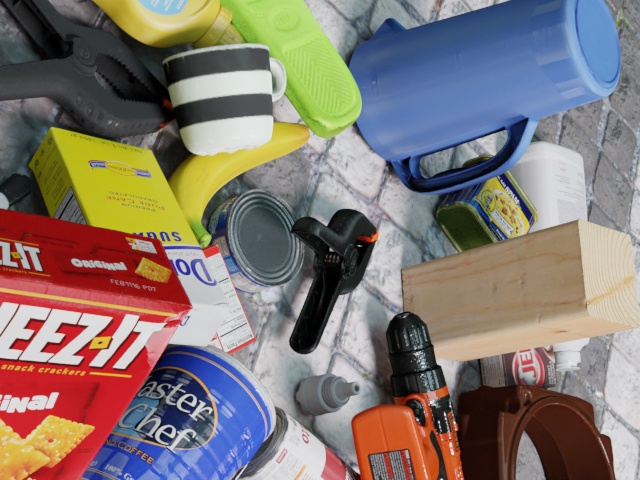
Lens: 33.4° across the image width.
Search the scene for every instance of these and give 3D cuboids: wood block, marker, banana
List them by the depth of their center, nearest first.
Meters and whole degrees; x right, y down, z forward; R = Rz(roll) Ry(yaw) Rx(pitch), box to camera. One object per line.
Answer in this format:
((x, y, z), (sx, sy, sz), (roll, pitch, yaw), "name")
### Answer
((-0.244, -0.011, 0.741), (0.020, 0.020, 0.121), (56, 46, -16), "marker")
((-0.079, -0.056, 0.894), (0.069, 0.037, 0.197), (29, 42, 8), "banana")
((0.185, 0.053, 1.013), (0.090, 0.207, 0.090), (14, 68, -42), "wood block")

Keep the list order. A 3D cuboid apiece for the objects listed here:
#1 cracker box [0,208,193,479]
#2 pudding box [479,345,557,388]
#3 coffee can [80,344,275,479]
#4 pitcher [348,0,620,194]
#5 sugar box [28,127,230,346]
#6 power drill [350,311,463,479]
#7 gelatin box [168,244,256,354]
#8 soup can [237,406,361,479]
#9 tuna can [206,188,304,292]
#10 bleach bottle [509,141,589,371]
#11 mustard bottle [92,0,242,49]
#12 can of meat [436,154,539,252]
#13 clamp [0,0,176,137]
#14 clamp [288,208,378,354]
((-0.197, 0.086, 0.620), (0.163, 0.214, 0.072), (12, 33, -42), "cracker box")
((0.207, 0.104, 1.140), (0.089, 0.039, 0.113), (5, 73, -44), "pudding box")
((-0.110, 0.155, 0.760), (0.102, 0.103, 0.140), (54, 46, -17), "coffee can")
((0.158, -0.151, 1.028), (0.149, 0.243, 0.144), (54, 44, -27), "pitcher")
((-0.138, -0.004, 0.763), (0.093, 0.048, 0.176), (10, 35, -42), "sugar box")
((0.079, 0.161, 0.929), (0.187, 0.057, 0.184), (-13, 89, -72), "power drill")
((-0.099, 0.056, 0.856), (0.073, 0.030, 0.089), (-25, 95, -48), "gelatin box")
((-0.020, 0.189, 0.863), (0.102, 0.069, 0.068), (44, 50, -26), "soup can")
((-0.056, 0.001, 0.914), (0.086, 0.034, 0.086), (16, 66, -41), "tuna can")
((0.263, 0.021, 1.209), (0.102, 0.068, 0.251), (10, 72, -43), "bleach bottle")
((-0.141, -0.210, 0.846), (0.191, 0.058, 0.096), (35, 54, -24), "mustard bottle")
((0.178, -0.026, 1.141), (0.102, 0.058, 0.083), (52, 49, -19), "can of meat")
((-0.194, -0.128, 0.804), (0.209, 0.036, 0.164), (33, 41, -37), "clamp")
((0.011, 0.010, 0.942), (0.171, 0.039, 0.120), (-54, 153, -56), "clamp")
